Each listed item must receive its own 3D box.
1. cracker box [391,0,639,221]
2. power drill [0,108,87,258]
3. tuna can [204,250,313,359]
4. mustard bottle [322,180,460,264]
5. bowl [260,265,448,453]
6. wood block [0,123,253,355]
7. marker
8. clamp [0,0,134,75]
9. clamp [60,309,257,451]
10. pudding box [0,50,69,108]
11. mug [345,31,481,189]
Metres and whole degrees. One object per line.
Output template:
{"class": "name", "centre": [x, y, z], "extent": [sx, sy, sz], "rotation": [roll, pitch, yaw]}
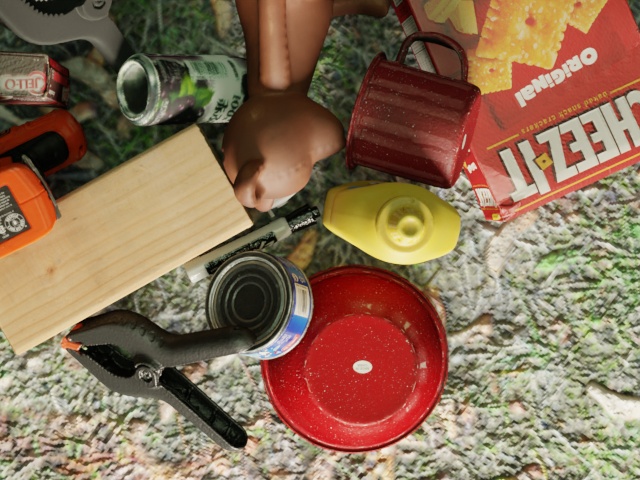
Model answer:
{"class": "cracker box", "centre": [0.172, -0.144, 0.866], "extent": [0.164, 0.072, 0.214], "rotation": [-24, 95, -1]}
{"class": "power drill", "centre": [-0.263, -0.030, 0.795], "extent": [0.184, 0.188, 0.057], "rotation": [-28, 113, -2]}
{"class": "tuna can", "centre": [-0.051, 0.052, 0.863], "extent": [0.086, 0.033, 0.086], "rotation": [-7, 75, 28]}
{"class": "mustard bottle", "centre": [0.055, -0.015, 0.806], "extent": [0.096, 0.191, 0.058], "rotation": [12, 93, -4]}
{"class": "bowl", "centre": [0.031, 0.102, 0.880], "extent": [0.162, 0.055, 0.162], "rotation": [0, 93, -3]}
{"class": "wood block", "centre": [-0.164, -0.003, 0.847], "extent": [0.206, 0.091, 0.090], "rotation": [-29, 94, -1]}
{"class": "marker", "centre": [-0.056, 0.001, 0.888], "extent": [0.121, 0.020, 0.020], "rotation": [-26, 94, -1]}
{"class": "clamp", "centre": [-0.170, -0.175, 0.792], "extent": [0.209, 0.036, 0.165], "rotation": [-4, 126, -40]}
{"class": "clamp", "centre": [-0.125, 0.093, 0.854], "extent": [0.171, 0.039, 0.120], "rotation": [22, 119, 8]}
{"class": "pudding box", "centre": [-0.260, -0.126, 0.836], "extent": [0.113, 0.090, 0.039], "rotation": [5, 91, -3]}
{"class": "mug", "centre": [0.075, -0.098, 0.804], "extent": [0.081, 0.093, 0.117], "rotation": [17, 94, 12]}
